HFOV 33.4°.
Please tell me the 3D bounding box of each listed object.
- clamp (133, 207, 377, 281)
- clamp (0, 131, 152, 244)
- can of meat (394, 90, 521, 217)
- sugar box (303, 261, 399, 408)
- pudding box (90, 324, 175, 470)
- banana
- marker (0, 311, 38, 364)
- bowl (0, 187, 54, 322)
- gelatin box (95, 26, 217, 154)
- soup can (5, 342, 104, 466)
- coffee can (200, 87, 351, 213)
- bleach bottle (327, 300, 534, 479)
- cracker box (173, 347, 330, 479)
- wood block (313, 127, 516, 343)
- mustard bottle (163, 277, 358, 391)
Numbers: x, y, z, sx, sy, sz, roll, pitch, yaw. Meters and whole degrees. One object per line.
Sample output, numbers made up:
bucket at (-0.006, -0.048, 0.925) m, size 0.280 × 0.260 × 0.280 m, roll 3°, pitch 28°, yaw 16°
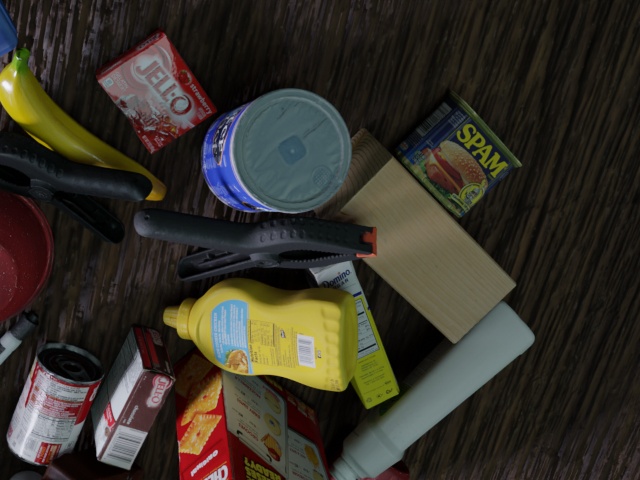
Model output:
clamp at (-0.056, 0.001, 0.958) m, size 0.210 × 0.036 × 0.164 m, roll -4°, pitch 163°, yaw 13°
clamp at (-0.237, -0.049, 0.948) m, size 0.171 × 0.039 × 0.120 m, roll 21°, pitch 145°, yaw -4°
can of meat at (0.135, -0.083, 1.059) m, size 0.084 × 0.057 × 0.102 m, roll -43°, pitch 120°, yaw 8°
sugar box at (0.025, 0.075, 1.079) m, size 0.048 × 0.093 × 0.176 m, roll -26°, pitch 119°, yaw -5°
pudding box at (-0.186, 0.152, 1.050) m, size 0.039 × 0.090 × 0.113 m, roll 23°, pitch 107°, yaw -25°
banana at (-0.218, -0.092, 0.936) m, size 0.197 × 0.070 × 0.037 m, roll 46°, pitch 63°, yaw -41°
marker at (-0.315, 0.114, 1.030) m, size 0.121 × 0.020 × 0.020 m, roll -46°, pitch 120°, yaw 7°
bowl at (-0.321, 0.022, 0.963) m, size 0.162 × 0.055 × 0.162 m, roll -7°, pitch 117°, yaw -14°
gelatin box at (-0.147, -0.134, 0.957) m, size 0.073 × 0.030 × 0.089 m, roll -33°, pitch 121°, yaw -1°
soup can at (-0.260, 0.161, 1.042) m, size 0.068 × 0.068 × 0.102 m, roll 16°, pitch 109°, yaw -24°
coffee can at (-0.043, -0.076, 0.940) m, size 0.102 × 0.140 × 0.103 m, roll -1°, pitch 92°, yaw -17°
bleach bottle at (0.109, 0.165, 1.123) m, size 0.250 × 0.102 × 0.068 m, roll -42°, pitch 88°, yaw -6°
cracker box at (-0.064, 0.217, 1.048) m, size 0.072 × 0.214 × 0.164 m, roll -38°, pitch 122°, yaw 16°
wood block at (0.089, -0.003, 1.064) m, size 0.091 × 0.090 × 0.206 m, roll -45°, pitch 119°, yaw 6°
mustard bottle at (-0.061, 0.084, 1.019) m, size 0.192 × 0.058 × 0.096 m, roll 7°, pitch 118°, yaw 18°
